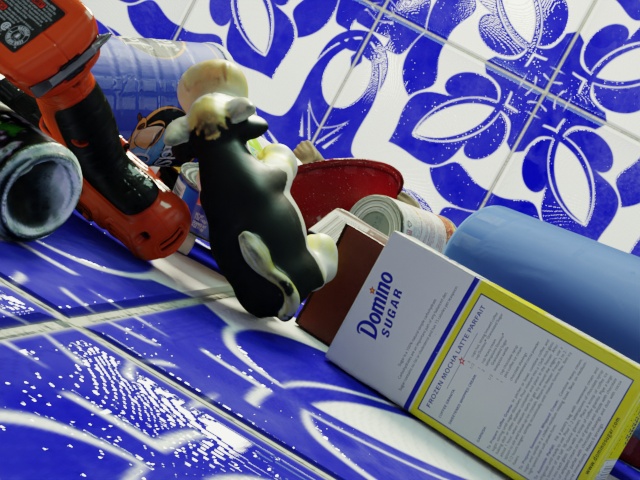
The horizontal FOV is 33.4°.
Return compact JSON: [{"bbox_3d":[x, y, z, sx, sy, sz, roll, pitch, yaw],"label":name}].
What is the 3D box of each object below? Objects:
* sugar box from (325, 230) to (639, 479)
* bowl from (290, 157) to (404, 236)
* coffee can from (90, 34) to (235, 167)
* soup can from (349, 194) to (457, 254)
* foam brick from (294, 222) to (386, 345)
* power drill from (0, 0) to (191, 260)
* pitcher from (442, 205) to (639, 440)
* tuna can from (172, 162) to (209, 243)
[{"bbox_3d":[0.098,0.075,0.631,0.176,0.093,0.048,32,6,30],"label":"sugar box"},{"bbox_3d":[0.007,-0.022,1.052,0.162,0.055,0.162,-8,-21,-3],"label":"bowl"},{"bbox_3d":[-0.147,-0.108,0.834,0.140,0.103,0.103,-2,23,-36],"label":"coffee can"},{"bbox_3d":[0.077,-0.001,1.001,0.069,0.068,0.102,33,11,39],"label":"soup can"},{"bbox_3d":[0.030,0.037,0.728,0.051,0.078,0.052,29,5,28],"label":"foam brick"},{"bbox_3d":[-0.162,-0.087,0.635,0.185,0.057,0.187,37,-17,25],"label":"power drill"},{"bbox_3d":[0.203,0.064,0.840,0.243,0.145,0.149,29,-8,41],"label":"pitcher"},{"bbox_3d":[-0.065,-0.022,0.759,0.086,0.034,0.086,21,16,-7],"label":"tuna can"}]
